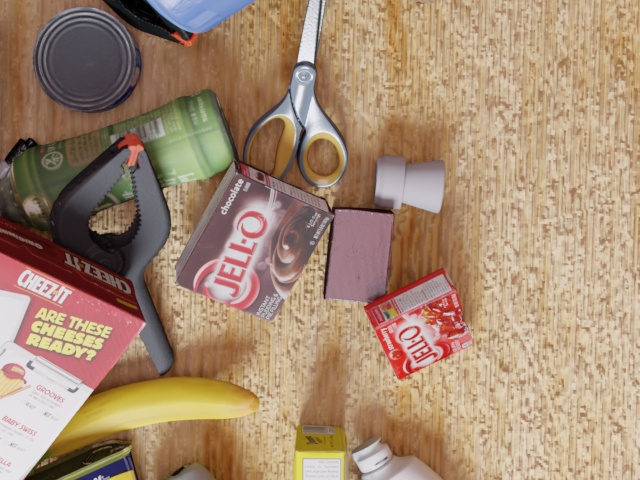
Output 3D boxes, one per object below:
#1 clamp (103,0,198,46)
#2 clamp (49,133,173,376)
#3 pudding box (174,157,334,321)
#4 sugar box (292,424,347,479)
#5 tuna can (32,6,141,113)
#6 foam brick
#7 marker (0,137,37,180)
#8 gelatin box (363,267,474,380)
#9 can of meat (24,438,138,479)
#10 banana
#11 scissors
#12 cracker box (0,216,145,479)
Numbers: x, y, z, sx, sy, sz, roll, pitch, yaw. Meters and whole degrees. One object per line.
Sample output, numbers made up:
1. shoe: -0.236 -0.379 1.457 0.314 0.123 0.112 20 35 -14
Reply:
1. clamp: -0.175 -0.216 0.868 0.171 0.120 0.039 41 72 -20
2. clamp: -0.166 0.018 0.855 0.164 0.036 0.210 17 109 -27
3. pudding box: -0.056 0.001 0.871 0.090 0.039 0.114 23 109 -21
4. sugar box: -0.001 0.248 0.882 0.048 0.093 0.176 2 93 0
5. tuna can: -0.193 -0.149 0.890 0.086 0.034 0.086 0 93 0
6. foam brick: 0.031 0.011 0.888 0.051 0.053 0.078 6 93 0
7. marker: -0.283 -0.040 0.903 0.020 0.020 0.121 43 93 -2
8. gelatin box: 0.082 0.071 0.877 0.073 0.089 0.030 -25 51 0
9. can of meat: -0.194 0.222 0.882 0.101 0.058 0.084 -19 97 -41
10. banana: -0.150 0.147 0.892 0.197 0.070 0.037 -17 131 -4
11. scissors: 0.002 -0.121 0.863 0.096 0.016 0.202 22 118 -13
12. cracker box: -0.261 0.091 0.801 0.164 0.072 0.214 30 106 -32
